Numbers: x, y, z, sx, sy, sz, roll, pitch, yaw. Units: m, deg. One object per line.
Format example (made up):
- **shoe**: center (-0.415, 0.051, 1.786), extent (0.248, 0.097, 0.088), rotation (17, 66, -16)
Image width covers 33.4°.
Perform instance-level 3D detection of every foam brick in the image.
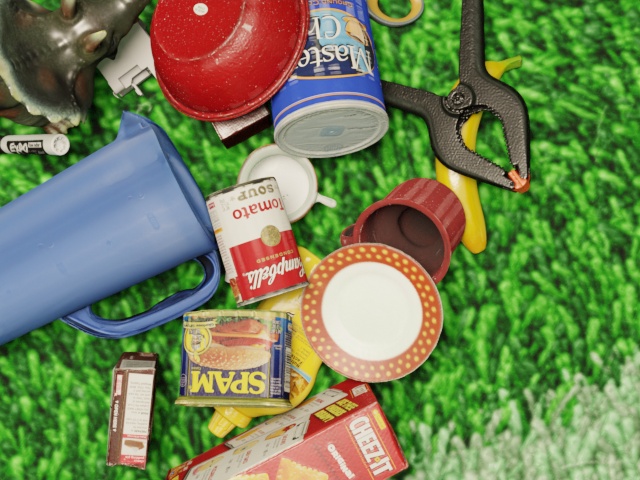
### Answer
- **foam brick**: center (-0.080, -0.123, 0.998), extent (0.051, 0.078, 0.053), rotation (-29, 89, -1)

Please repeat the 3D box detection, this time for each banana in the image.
- **banana**: center (0.144, -0.089, 1.026), extent (0.069, 0.037, 0.198), rotation (12, 90, 0)

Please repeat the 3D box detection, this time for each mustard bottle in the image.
- **mustard bottle**: center (-0.042, 0.106, 1.010), extent (0.096, 0.058, 0.191), rotation (37, 89, -7)

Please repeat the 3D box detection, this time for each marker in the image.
- **marker**: center (-0.272, -0.089, 0.983), extent (0.020, 0.121, 0.020), rotation (-5, 98, -45)

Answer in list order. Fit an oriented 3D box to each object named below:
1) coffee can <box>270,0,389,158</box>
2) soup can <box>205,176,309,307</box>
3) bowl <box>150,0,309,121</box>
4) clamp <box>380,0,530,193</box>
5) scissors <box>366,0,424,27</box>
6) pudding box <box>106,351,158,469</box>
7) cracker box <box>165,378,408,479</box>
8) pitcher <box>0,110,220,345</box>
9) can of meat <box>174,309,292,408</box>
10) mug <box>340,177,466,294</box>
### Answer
- **coffee can**: center (0.001, -0.159, 0.965), extent (0.103, 0.103, 0.140), rotation (-7, 71, -2)
- **soup can**: center (-0.056, 0.001, 0.948), extent (0.068, 0.068, 0.102), rotation (-17, 88, -2)
- **bowl**: center (-0.092, -0.188, 0.930), extent (0.162, 0.055, 0.162), rotation (-8, 73, 25)
- **clamp**: center (0.135, -0.137, 0.987), extent (0.165, 0.036, 0.210), rotation (-44, 72, 11)
- **scissors**: center (0.013, -0.235, 1.031), extent (0.201, 0.016, 0.096), rotation (-20, 91, -2)
- **pudding box**: center (-0.171, 0.153, 0.979), extent (0.039, 0.113, 0.090), rotation (5, 91, -5)
- **cracker box**: center (-0.036, 0.208, 0.958), extent (0.213, 0.164, 0.072), rotation (-26, 93, -2)
- **pitcher**: center (-0.217, 0.009, 0.973), extent (0.243, 0.145, 0.149), rotation (-27, 55, 2)
- **can of meat**: center (-0.075, 0.107, 0.955), extent (0.102, 0.057, 0.084), rotation (-1, 79, 12)
- **mug**: center (0.076, -0.008, 0.995), extent (0.117, 0.081, 0.093), rotation (-6, 109, 26)
